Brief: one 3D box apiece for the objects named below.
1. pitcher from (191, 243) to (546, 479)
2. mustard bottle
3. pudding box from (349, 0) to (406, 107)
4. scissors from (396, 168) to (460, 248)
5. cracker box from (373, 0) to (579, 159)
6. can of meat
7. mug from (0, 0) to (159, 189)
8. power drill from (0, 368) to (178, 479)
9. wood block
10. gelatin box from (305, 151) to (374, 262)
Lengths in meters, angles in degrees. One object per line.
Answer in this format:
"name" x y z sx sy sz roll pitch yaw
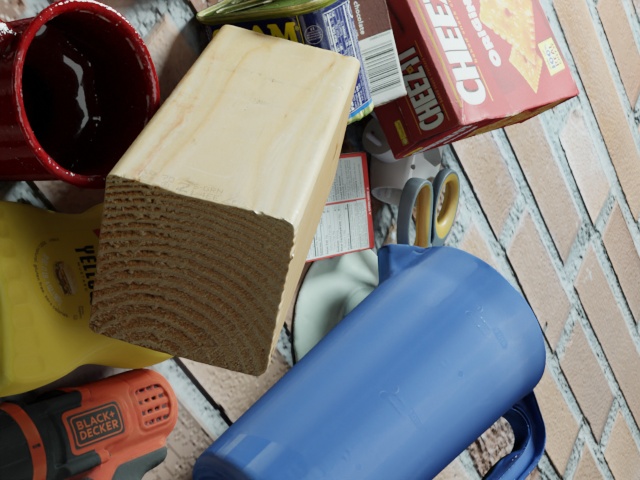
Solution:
"pitcher" 0.040 0.126 0.720 0.242 0.149 0.145 -38 134 -33
"mustard bottle" -0.116 0.025 0.595 0.191 0.058 0.096 -4 72 -54
"pudding box" 0.009 -0.150 0.732 0.039 0.090 0.113 -22 111 -25
"scissors" 0.087 0.027 0.859 0.096 0.016 0.202 -46 142 -39
"cracker box" 0.106 -0.164 0.835 0.213 0.072 0.164 -20 85 -53
"can of meat" -0.021 -0.116 0.688 0.057 0.102 0.084 -40 123 -45
"mug" -0.149 -0.077 0.534 0.117 0.082 0.093 40 59 -45
"power drill" -0.128 0.170 0.550 0.184 0.057 0.187 -14 86 -48
"wood block" -0.043 -0.032 0.573 0.206 0.090 0.091 -71 175 -59
"gelatin box" -0.001 -0.024 0.769 0.089 0.030 0.073 -11 97 -48
